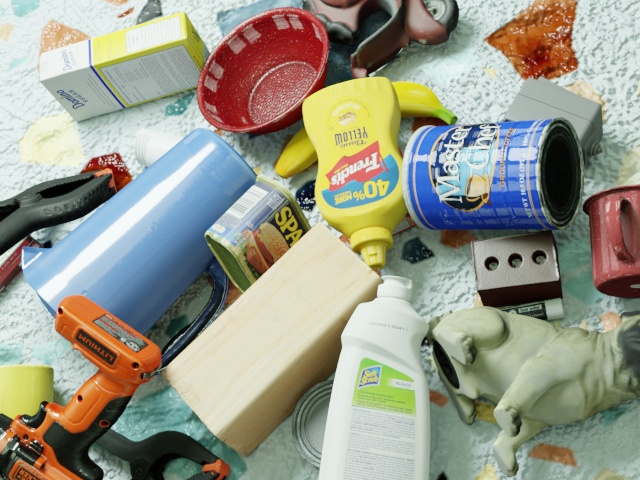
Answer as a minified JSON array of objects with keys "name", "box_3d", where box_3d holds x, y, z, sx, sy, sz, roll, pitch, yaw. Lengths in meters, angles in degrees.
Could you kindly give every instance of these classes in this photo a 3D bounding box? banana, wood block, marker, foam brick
[{"name":"banana","box_3d":[0.041,-0.124,1.121,0.198,0.037,0.069,-19,49,10]},{"name":"wood block","box_3d":[-0.037,0.095,1.016,0.206,0.090,0.090,-43,63,-6]},{"name":"marker","box_3d":[0.168,0.074,1.006,0.121,0.020,0.020,-11,63,11]},{"name":"foam brick","box_3d":[0.186,0.028,1.003,0.078,0.051,0.053,-9,64,12]}]

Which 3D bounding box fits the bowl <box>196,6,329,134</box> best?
[{"name":"bowl","box_3d":[-0.052,-0.172,1.154,0.162,0.055,0.162,-15,57,23]}]

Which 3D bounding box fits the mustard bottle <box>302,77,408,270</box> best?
[{"name":"mustard bottle","box_3d":[0.041,-0.062,1.047,0.096,0.058,0.191,-13,67,12]}]

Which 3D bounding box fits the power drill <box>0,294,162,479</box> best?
[{"name":"power drill","box_3d":[-0.247,0.146,0.983,0.184,0.057,0.188,33,104,2]}]

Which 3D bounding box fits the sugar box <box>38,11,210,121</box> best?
[{"name":"sugar box","box_3d":[-0.217,-0.194,1.203,0.176,0.093,0.048,-11,63,11]}]

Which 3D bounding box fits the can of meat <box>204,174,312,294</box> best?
[{"name":"can of meat","box_3d":[-0.057,0.001,1.050,0.084,0.102,0.058,-45,44,-18]}]

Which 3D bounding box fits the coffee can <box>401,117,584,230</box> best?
[{"name":"coffee can","box_3d":[0.162,-0.060,1.001,0.141,0.102,0.102,0,65,36]}]

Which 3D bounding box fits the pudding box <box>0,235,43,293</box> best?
[{"name":"pudding box","box_3d":[-0.379,0.006,1.190,0.114,0.039,0.090,36,77,25]}]

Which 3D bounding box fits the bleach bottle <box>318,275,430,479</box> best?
[{"name":"bleach bottle","box_3d":[0.057,0.158,0.936,0.102,0.068,0.251,11,78,-9]}]

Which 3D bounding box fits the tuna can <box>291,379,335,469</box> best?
[{"name":"tuna can","box_3d":[0.018,0.175,0.995,0.086,0.033,0.086,-7,64,14]}]

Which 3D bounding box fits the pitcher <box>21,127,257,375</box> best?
[{"name":"pitcher","box_3d":[-0.165,0.010,1.084,0.242,0.149,0.145,-44,47,-10]}]

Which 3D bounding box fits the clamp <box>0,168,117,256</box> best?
[{"name":"clamp","box_3d":[-0.307,-0.027,1.126,0.209,0.036,0.165,-21,27,-26]}]

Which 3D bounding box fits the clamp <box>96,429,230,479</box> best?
[{"name":"clamp","box_3d":[-0.173,0.234,1.024,0.172,0.039,0.120,1,77,20]}]
